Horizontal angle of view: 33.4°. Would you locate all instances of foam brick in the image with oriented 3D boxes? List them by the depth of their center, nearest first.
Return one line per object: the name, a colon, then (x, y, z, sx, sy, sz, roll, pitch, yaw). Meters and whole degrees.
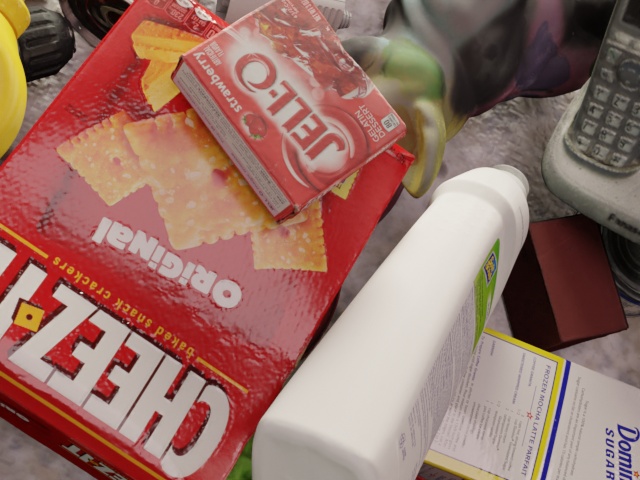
foam brick: (0.147, 0.028, 0.663, 0.051, 0.053, 0.078, -9, 78, -22)

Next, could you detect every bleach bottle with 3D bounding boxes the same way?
bleach bottle: (0.053, 0.045, 0.557, 0.068, 0.102, 0.250, 19, 44, 20)

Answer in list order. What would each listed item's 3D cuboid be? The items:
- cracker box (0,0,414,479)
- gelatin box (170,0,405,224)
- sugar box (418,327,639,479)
cracker box: (-0.075, 0.001, 0.517, 0.164, 0.072, 0.213, 35, 66, -8)
gelatin box: (-0.014, -0.064, 0.501, 0.073, 0.030, 0.089, -37, 91, -25)
sugar box: (0.105, 0.105, 0.622, 0.176, 0.048, 0.093, 24, 65, -9)
